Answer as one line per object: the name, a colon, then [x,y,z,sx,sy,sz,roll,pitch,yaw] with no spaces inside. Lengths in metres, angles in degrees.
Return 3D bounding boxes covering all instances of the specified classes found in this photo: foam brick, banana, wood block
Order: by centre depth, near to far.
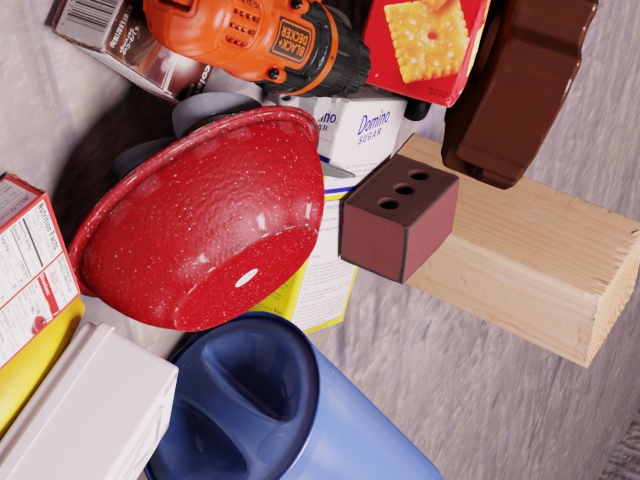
banana: [-0.183,0.110,0.535,0.198,0.037,0.069,-61,176,-4]
foam brick: [0.056,-0.016,0.749,0.078,0.053,0.051,-43,146,-44]
wood block: [0.143,0.004,0.860,0.090,0.206,0.090,-49,151,-30]

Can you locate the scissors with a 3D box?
scissors: [-0.048,-0.042,0.622,0.096,0.016,0.201,-24,164,11]

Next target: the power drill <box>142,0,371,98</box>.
power drill: [0.000,-0.163,0.522,0.184,0.057,0.188,0,109,-66]

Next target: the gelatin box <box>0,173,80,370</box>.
gelatin box: [-0.159,0.023,0.503,0.089,0.030,0.073,-48,149,-32]

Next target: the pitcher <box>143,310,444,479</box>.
pitcher: [-0.001,0.165,0.731,0.242,0.145,0.149,45,62,-47]

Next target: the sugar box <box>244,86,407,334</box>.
sugar box: [0.001,-0.022,0.755,0.093,0.048,0.176,-12,120,-60]

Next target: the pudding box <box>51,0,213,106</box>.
pudding box: [-0.072,-0.131,0.518,0.113,0.039,0.090,-64,155,-1]

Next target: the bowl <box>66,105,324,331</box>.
bowl: [-0.054,0.001,0.577,0.162,0.055,0.162,-32,161,-12]

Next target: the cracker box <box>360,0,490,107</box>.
cracker box: [0.088,-0.203,0.663,0.164,0.072,0.214,-61,169,-72]
